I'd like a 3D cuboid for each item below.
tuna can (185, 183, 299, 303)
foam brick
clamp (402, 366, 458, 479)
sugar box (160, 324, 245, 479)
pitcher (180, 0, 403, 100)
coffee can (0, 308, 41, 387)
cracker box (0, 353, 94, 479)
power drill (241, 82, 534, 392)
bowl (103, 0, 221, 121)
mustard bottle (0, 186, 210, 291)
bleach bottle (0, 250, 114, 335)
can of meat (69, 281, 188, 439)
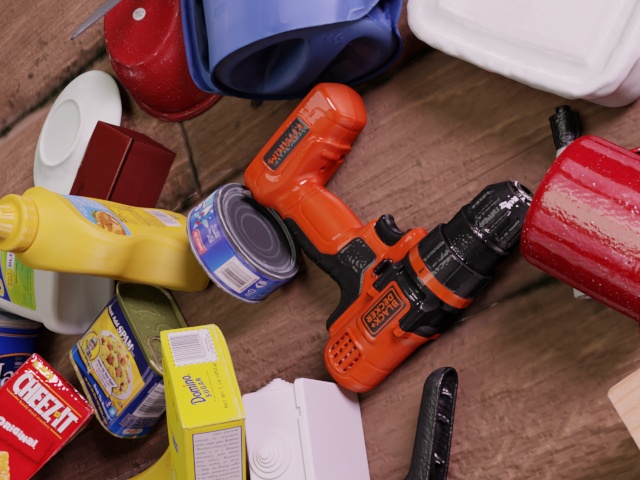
[{"bbox_3d":[-0.055,0.001,0.778,0.034,0.086,0.086,-37,61,26],"label":"tuna can"},{"bbox_3d":[-0.168,-0.054,0.901,0.053,0.051,0.078,31,102,39],"label":"foam brick"},{"bbox_3d":[0.069,0.167,0.679,0.172,0.039,0.120,-47,56,23],"label":"clamp"},{"bbox_3d":[-0.079,0.153,0.725,0.093,0.048,0.176,-114,23,-51],"label":"sugar box"},{"bbox_3d":[-0.037,-0.226,0.755,0.149,0.145,0.243,-10,78,-3],"label":"pitcher"},{"bbox_3d":[-0.313,0.130,0.953,0.103,0.102,0.140,11,89,39],"label":"coffee can"},{"bbox_3d":[-0.272,0.192,0.821,0.213,0.072,0.164,-47,5,-18],"label":"cracker box"},{"bbox_3d":[0.038,-0.019,0.724,0.185,0.057,0.188,-47,57,23],"label":"power drill"},{"bbox_3d":[-0.130,-0.184,0.890,0.162,0.055,0.162,-8,78,38],"label":"bowl"},{"bbox_3d":[-0.173,-0.003,0.805,0.096,0.191,0.058,32,103,38],"label":"mustard bottle"},{"bbox_3d":[-0.286,0.021,0.975,0.251,0.067,0.102,5,94,44],"label":"bleach bottle"},{"bbox_3d":[-0.149,0.096,0.856,0.084,0.057,0.102,-48,56,25],"label":"can of meat"}]
